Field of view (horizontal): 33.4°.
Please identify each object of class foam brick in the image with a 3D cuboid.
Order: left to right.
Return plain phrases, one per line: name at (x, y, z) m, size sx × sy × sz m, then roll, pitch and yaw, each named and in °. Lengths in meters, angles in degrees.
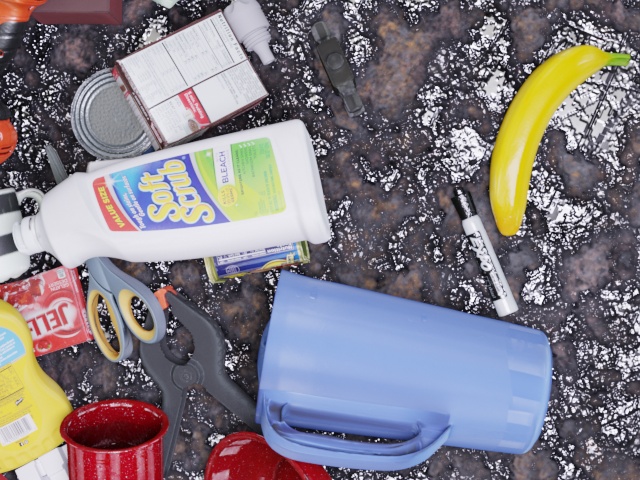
foam brick at (-0.223, -0.228, 0.975) m, size 0.078 × 0.051 × 0.053 m, roll 1°, pitch 89°, yaw 4°

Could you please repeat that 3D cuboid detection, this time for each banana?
banana at (0.197, -0.101, 0.950) m, size 0.069 × 0.037 × 0.198 m, roll 34°, pitch 92°, yaw 5°

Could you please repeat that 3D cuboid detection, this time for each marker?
marker at (0.147, 0.009, 0.960) m, size 0.020 × 0.020 × 0.121 m, roll -22°, pitch 87°, yaw 3°

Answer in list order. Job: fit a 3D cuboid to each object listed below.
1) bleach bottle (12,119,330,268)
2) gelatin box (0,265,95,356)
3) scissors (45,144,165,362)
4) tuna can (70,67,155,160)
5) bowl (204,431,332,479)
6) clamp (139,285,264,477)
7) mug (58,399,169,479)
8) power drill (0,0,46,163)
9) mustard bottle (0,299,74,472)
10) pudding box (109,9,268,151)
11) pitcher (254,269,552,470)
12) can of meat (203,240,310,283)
bleach bottle at (-0.124, -0.022, 0.863) m, size 0.251 × 0.068 × 0.102 m, roll -13°, pitch 73°, yaw 6°
gelatin box at (-0.259, 0.069, 0.983) m, size 0.089 × 0.030 × 0.073 m, roll -17°, pitch 89°, yaw 4°
scissors at (-0.187, 0.013, 0.937) m, size 0.096 × 0.016 × 0.202 m, roll 0°, pitch 107°, yaw 34°
tuna can at (-0.183, -0.113, 0.979) m, size 0.086 × 0.033 × 0.086 m, roll 0°, pitch 89°, yaw 4°
bowl at (-0.031, 0.237, 0.929) m, size 0.162 × 0.055 × 0.162 m, roll 15°, pitch 112°, yaw 43°
clamp at (-0.125, 0.129, 0.970) m, size 0.120 × 0.039 × 0.171 m, roll -27°, pitch 88°, yaw 0°
mug at (-0.183, 0.192, 0.939) m, size 0.093 × 0.117 × 0.081 m, roll -7°, pitch 111°, yaw -24°
power drill at (-0.327, -0.185, 0.953) m, size 0.184 × 0.057 × 0.188 m, roll 34°, pitch 116°, yaw 9°
mustard bottle at (-0.295, 0.107, 0.933) m, size 0.096 × 0.058 × 0.191 m, roll -25°, pitch 114°, yaw -9°
pudding box at (-0.116, -0.141, 0.950) m, size 0.113 × 0.039 × 0.090 m, roll -31°, pitch 93°, yaw -22°
pitcher at (0.066, 0.117, 0.907) m, size 0.243 × 0.145 × 0.149 m, roll 10°, pitch 87°, yaw 1°
can of meat at (-0.056, 0.001, 0.935) m, size 0.084 × 0.102 × 0.057 m, roll -12°, pitch 88°, yaw 2°
